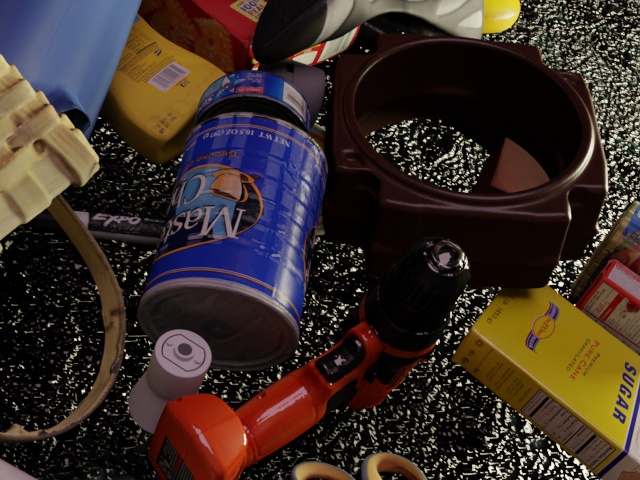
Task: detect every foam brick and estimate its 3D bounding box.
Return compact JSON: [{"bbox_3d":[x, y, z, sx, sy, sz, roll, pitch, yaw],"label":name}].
[{"bbox_3d":[0.160,-0.042,0.889,0.053,0.051,0.078,26,45,-2],"label":"foam brick"}]

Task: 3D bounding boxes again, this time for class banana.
[{"bbox_3d":[0.111,-0.221,0.998,0.197,0.037,0.070,1,29,-21],"label":"banana"}]

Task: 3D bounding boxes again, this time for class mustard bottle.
[{"bbox_3d":[-0.168,-0.143,0.831,0.192,0.058,0.096,36,52,10],"label":"mustard bottle"}]

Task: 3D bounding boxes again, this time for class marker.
[{"bbox_3d":[-0.145,-0.009,0.749,0.121,0.020,0.020,7,48,-18],"label":"marker"}]

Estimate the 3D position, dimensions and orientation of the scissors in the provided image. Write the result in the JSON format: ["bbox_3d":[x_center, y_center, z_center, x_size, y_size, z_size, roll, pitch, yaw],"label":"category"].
[{"bbox_3d":[0.027,0.166,0.602,0.096,0.016,0.201,5,13,1],"label":"scissors"}]

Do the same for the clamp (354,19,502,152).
[{"bbox_3d":[0.115,-0.154,0.979,0.164,0.036,0.210,-4,48,-24],"label":"clamp"}]

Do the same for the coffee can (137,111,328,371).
[{"bbox_3d":[-0.055,0.001,0.707,0.102,0.103,0.140,17,55,-9],"label":"coffee can"}]

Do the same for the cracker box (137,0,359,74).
[{"bbox_3d":[-0.087,-0.231,0.936,0.214,0.072,0.163,43,47,17],"label":"cracker box"}]

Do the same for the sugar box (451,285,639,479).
[{"bbox_3d":[0.190,0.105,0.775,0.176,0.048,0.093,36,46,12],"label":"sugar box"}]

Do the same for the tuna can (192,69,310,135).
[{"bbox_3d":[-0.049,-0.082,0.779,0.086,0.086,0.033,14,44,-12],"label":"tuna can"}]

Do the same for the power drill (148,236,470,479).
[{"bbox_3d":[-0.004,0.082,0.627,0.187,0.185,0.057,-27,69,-29],"label":"power drill"}]

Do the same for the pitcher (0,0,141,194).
[{"bbox_3d":[-0.200,-0.162,0.743,0.149,0.145,0.242,22,64,-8],"label":"pitcher"}]
